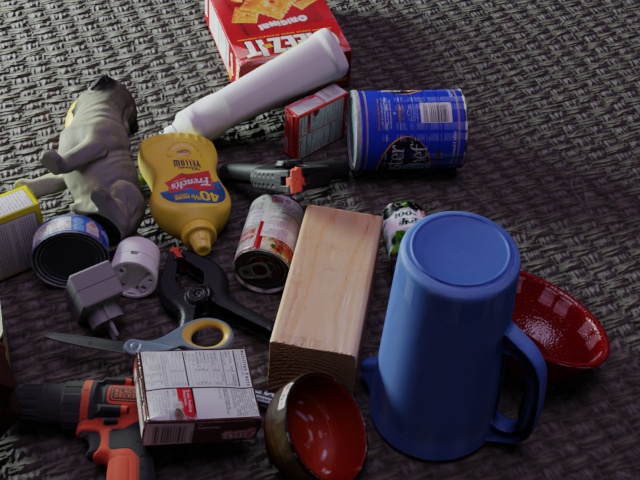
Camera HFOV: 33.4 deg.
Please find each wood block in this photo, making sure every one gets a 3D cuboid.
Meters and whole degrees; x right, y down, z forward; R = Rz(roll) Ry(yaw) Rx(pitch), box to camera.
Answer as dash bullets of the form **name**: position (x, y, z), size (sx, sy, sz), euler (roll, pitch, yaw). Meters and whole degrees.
- **wood block**: position (0.008, 0.068, 1.147), size (0.090, 0.091, 0.206), euler (9, 44, 5)

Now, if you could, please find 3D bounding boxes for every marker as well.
- **marker**: position (-0.042, 0.167, 1.092), size (0.121, 0.020, 0.020), euler (14, 45, 11)

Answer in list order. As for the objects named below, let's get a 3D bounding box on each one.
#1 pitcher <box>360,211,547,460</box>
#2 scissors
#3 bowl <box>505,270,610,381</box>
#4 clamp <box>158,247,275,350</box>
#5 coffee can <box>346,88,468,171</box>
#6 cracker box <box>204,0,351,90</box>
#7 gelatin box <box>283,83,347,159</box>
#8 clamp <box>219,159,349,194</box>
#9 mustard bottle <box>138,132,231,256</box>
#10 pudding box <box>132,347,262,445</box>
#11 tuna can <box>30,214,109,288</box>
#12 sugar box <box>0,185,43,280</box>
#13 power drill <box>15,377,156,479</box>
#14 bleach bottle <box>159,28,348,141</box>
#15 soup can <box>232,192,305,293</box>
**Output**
- **pitcher**: position (0.129, 0.095, 1.016), size (0.149, 0.243, 0.145), euler (-9, 47, -11)
- **scissors**: position (-0.178, 0.101, 1.115), size (0.202, 0.016, 0.096), euler (21, 54, 14)
- **bowl**: position (0.221, 0.098, 1.130), size (0.162, 0.055, 0.162), euler (18, 30, -11)
- **clamp**: position (-0.120, 0.070, 1.175), size (0.120, 0.039, 0.171), euler (-10, 50, -14)
- **coffee can**: position (0.109, -0.141, 1.359), size (0.140, 0.103, 0.103), euler (-2, 44, -5)
- **cracker box**: position (-0.065, -0.299, 1.535), size (0.164, 0.072, 0.214), euler (-11, 47, -14)
- **gelatin box**: position (-0.007, -0.154, 1.387), size (0.089, 0.073, 0.030), euler (-30, 53, -29)
- **clamp**: position (-0.027, -0.079, 1.269), size (0.164, 0.036, 0.210), euler (-4, 7, -12)
- **mustard bottle**: position (-0.159, -0.052, 1.282), size (0.096, 0.058, 0.192), euler (1, 42, -21)
- **pudding box**: position (-0.120, 0.149, 1.029), size (0.113, 0.039, 0.090), euler (1, 43, -19)
- **tuna can**: position (-0.279, 0.012, 1.193), size (0.086, 0.086, 0.034), euler (-5, 43, -8)
- **sugar box**: position (-0.393, 0.013, 1.181), size (0.176, 0.093, 0.048), euler (-22, 49, -24)
- **power drill**: position (-0.216, 0.211, 1.010), size (0.184, 0.057, 0.187), euler (2, 44, -2)
- **bleach bottle**: position (-0.091, -0.186, 1.383), size (0.250, 0.103, 0.068), euler (-29, 94, -11)
- **soup can**: position (-0.058, 0.002, 1.228), size (0.068, 0.068, 0.102), euler (8, 44, 5)
